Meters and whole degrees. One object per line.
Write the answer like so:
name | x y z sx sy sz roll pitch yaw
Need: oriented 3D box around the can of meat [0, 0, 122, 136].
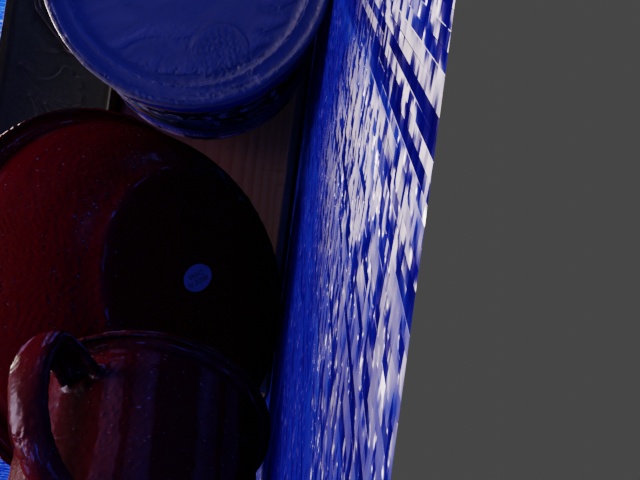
can of meat | -0.127 -0.083 0.548 0.084 0.057 0.102 142 136 -88

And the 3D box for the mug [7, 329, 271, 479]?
mug | -0.065 0.081 0.341 0.081 0.093 0.117 -95 -13 -55

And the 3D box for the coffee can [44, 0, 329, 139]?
coffee can | -0.050 -0.098 0.437 0.140 0.102 0.103 -168 86 -87

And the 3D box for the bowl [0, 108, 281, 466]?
bowl | -0.066 0.021 0.423 0.055 0.161 0.162 -12 63 40
